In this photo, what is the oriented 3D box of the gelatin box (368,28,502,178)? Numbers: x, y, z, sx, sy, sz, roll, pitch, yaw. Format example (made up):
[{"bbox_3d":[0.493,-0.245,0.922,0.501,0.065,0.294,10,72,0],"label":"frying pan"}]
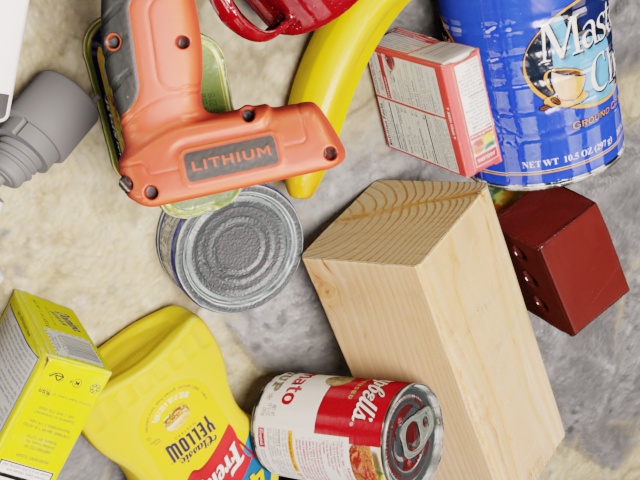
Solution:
[{"bbox_3d":[0.067,-0.085,0.647,0.030,0.089,0.073,-27,119,-19],"label":"gelatin box"}]

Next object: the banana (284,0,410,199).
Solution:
[{"bbox_3d":[0.024,-0.115,0.622,0.037,0.070,0.198,14,125,-38],"label":"banana"}]

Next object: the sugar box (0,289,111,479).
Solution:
[{"bbox_3d":[-0.184,0.126,0.599,0.048,0.093,0.176,22,98,-31],"label":"sugar box"}]

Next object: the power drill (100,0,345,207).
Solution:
[{"bbox_3d":[-0.045,-0.119,0.495,0.184,0.057,0.187,-13,97,0],"label":"power drill"}]

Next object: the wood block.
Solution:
[{"bbox_3d":[0.079,0.071,0.696,0.090,0.091,0.206,-46,125,-37],"label":"wood block"}]

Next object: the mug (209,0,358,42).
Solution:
[{"bbox_3d":[-0.022,-0.157,0.571,0.081,0.093,0.117,47,54,-36],"label":"mug"}]

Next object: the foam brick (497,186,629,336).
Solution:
[{"bbox_3d":[0.153,0.011,0.683,0.051,0.053,0.078,-36,120,-11],"label":"foam brick"}]

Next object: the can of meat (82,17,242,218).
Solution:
[{"bbox_3d":[-0.084,-0.070,0.581,0.057,0.084,0.102,-19,116,-19],"label":"can of meat"}]

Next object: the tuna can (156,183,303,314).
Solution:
[{"bbox_3d":[-0.054,0.001,0.651,0.086,0.034,0.086,-9,112,-23],"label":"tuna can"}]

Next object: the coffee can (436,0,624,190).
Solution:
[{"bbox_3d":[0.129,-0.116,0.658,0.102,0.103,0.140,-23,117,-18],"label":"coffee can"}]

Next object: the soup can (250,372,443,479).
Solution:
[{"bbox_3d":[0.016,0.118,0.661,0.068,0.102,0.068,0,90,-54],"label":"soup can"}]

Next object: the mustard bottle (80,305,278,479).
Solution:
[{"bbox_3d":[-0.079,0.141,0.676,0.096,0.058,0.191,-38,122,-22],"label":"mustard bottle"}]
